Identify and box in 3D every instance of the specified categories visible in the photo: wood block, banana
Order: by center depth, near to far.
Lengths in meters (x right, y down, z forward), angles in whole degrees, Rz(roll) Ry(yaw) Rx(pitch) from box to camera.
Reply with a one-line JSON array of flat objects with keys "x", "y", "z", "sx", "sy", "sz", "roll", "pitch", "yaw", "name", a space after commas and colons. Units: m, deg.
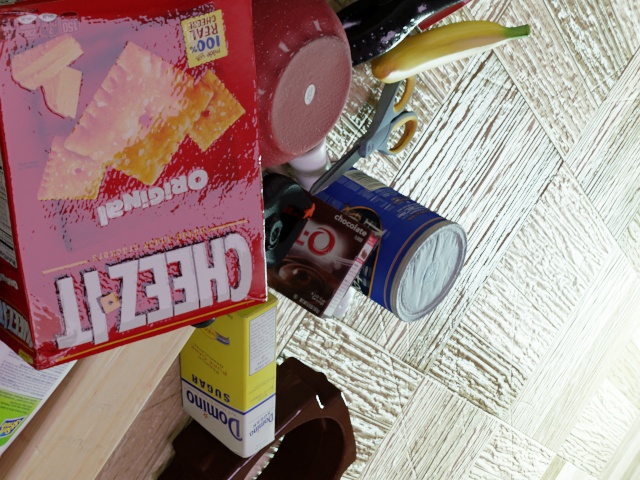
[{"x": -0.189, "y": 0.098, "z": 0.820, "sx": 0.206, "sy": 0.091, "sz": 0.090, "roll": -56, "pitch": 146, "yaw": -2, "name": "wood block"}, {"x": 0.108, "y": -0.181, "z": 1.003, "sx": 0.197, "sy": 0.070, "sz": 0.037, "roll": -23, "pitch": 98, "yaw": -33, "name": "banana"}]

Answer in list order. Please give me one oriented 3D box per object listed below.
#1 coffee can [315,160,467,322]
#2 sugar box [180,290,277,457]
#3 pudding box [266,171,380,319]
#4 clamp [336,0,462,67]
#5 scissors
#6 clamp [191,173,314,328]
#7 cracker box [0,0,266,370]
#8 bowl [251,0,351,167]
[{"x": 0.052, "y": -0.001, "z": 1.006, "sx": 0.102, "sy": 0.140, "sz": 0.103, "roll": -32, "pitch": 139, "yaw": -34, "name": "coffee can"}, {"x": -0.085, "y": 0.105, "z": 0.959, "sx": 0.048, "sy": 0.093, "sz": 0.176, "roll": -27, "pitch": 136, "yaw": -37, "name": "sugar box"}, {"x": -0.017, "y": 0.005, "z": 0.945, "sx": 0.090, "sy": 0.113, "sz": 0.039, "roll": -59, "pitch": 163, "yaw": 1, "name": "pudding box"}, {"x": 0.070, "y": -0.195, "z": 0.885, "sx": 0.210, "sy": 0.165, "sz": 0.036, "roll": -38, "pitch": 117, "yaw": -13, "name": "clamp"}, {"x": 0.046, "y": -0.107, "z": 0.991, "sx": 0.201, "sy": 0.016, "sz": 0.096, "roll": -26, "pitch": 129, "yaw": -58, "name": "scissors"}, {"x": -0.055, "y": 0.001, "z": 0.833, "sx": 0.171, "sy": 0.039, "sz": 0.120, "roll": -12, "pitch": 124, "yaw": -64, "name": "clamp"}, {"x": -0.119, "y": -0.047, "z": 0.643, "sx": 0.163, "sy": 0.072, "sz": 0.214, "roll": -15, "pitch": 114, "yaw": -32, "name": "cracker box"}, {"x": -0.026, "y": -0.116, "z": 0.788, "sx": 0.161, "sy": 0.055, "sz": 0.162, "roll": -34, "pitch": 139, "yaw": -37, "name": "bowl"}]
